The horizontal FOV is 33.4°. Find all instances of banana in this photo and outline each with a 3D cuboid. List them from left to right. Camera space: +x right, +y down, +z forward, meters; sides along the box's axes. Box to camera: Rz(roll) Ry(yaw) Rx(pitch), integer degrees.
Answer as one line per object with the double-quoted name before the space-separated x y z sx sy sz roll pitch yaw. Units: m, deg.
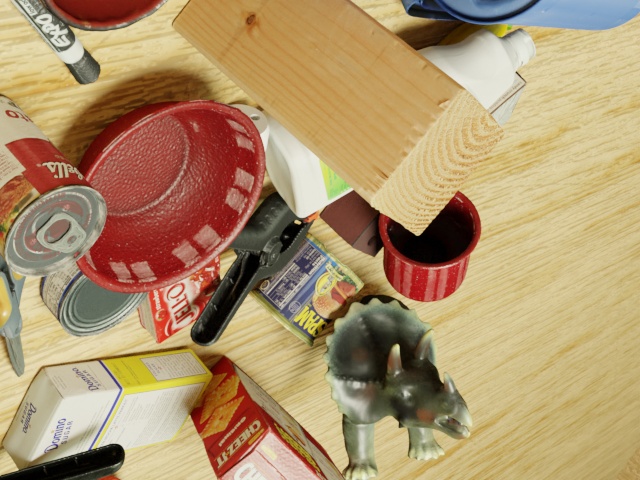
"banana" 0.110 -0.146 0.981 0.198 0.037 0.069 -44 152 -4

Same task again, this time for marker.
"marker" -0.164 -0.131 0.646 0.020 0.020 0.121 -43 152 -6

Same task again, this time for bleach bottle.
"bleach bottle" 0.072 -0.117 0.897 0.250 0.068 0.102 -29 149 -12

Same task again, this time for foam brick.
"foam brick" 0.049 -0.031 1.033 0.078 0.051 0.053 -51 152 9

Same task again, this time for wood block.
"wood block" 0.010 -0.108 0.712 0.091 0.206 0.090 -50 152 7

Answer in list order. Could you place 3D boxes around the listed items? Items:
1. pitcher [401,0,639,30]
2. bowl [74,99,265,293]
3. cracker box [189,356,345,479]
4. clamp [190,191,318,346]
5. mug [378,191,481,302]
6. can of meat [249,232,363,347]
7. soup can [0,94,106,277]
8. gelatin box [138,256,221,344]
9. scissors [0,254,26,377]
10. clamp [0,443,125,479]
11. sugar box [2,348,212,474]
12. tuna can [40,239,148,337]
"pitcher" 0.184 -0.234 0.889 0.242 0.149 0.145 -7 119 -54
"bowl" -0.120 -0.042 0.773 0.161 0.055 0.162 -27 139 -26
"cracker box" -0.041 0.213 1.008 0.072 0.214 0.164 -44 108 -3
"clamp" -0.056 0.001 0.910 0.171 0.039 0.120 -50 160 -40
"mug" 0.103 -0.004 1.007 0.081 0.093 0.117 87 17 -59
"can of meat" -0.011 0.049 1.053 0.084 0.057 0.102 -48 153 -2
"soup can" -0.187 -0.035 0.653 0.068 0.102 0.068 -33 149 -23
"gelatin box" -0.121 0.040 0.919 0.073 0.030 0.089 -33 149 -24
"scissors" -0.223 0.042 0.787 0.202 0.016 0.096 109 -2 -74
"clamp" -0.274 0.208 0.876 0.164 0.036 0.210 27 113 -30
"sugar box" -0.188 0.150 0.959 0.175 0.048 0.093 2 127 -50
"tuna can" -0.174 0.033 0.833 0.086 0.034 0.086 -33 149 -23
